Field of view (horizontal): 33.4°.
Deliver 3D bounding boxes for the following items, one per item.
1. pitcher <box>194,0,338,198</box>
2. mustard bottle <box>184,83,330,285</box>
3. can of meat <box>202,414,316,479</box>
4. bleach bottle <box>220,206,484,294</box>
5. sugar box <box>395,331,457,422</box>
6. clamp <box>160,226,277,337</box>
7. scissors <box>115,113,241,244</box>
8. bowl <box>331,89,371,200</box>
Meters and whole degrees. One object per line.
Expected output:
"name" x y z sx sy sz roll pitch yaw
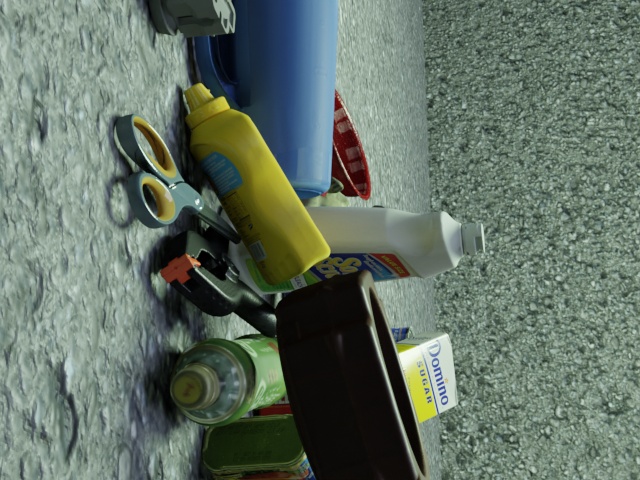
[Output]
"pitcher" -0.052 -0.166 1.052 0.145 0.149 0.243 144 -55 -82
"mustard bottle" -0.067 -0.054 0.960 0.191 0.058 0.096 59 -21 -4
"can of meat" -0.047 0.199 0.954 0.084 0.102 0.057 69 19 -49
"bleach bottle" 0.033 0.003 1.047 0.102 0.251 0.068 69 20 -54
"sugar box" 0.090 0.169 1.234 0.175 0.048 0.093 -15 100 -44
"clamp" -0.083 0.038 0.913 0.120 0.039 0.171 50 13 7
"scissors" -0.108 -0.020 0.855 0.201 0.016 0.096 56 24 -47
"bowl" 0.010 -0.119 1.368 0.162 0.055 0.162 -20 90 -74
